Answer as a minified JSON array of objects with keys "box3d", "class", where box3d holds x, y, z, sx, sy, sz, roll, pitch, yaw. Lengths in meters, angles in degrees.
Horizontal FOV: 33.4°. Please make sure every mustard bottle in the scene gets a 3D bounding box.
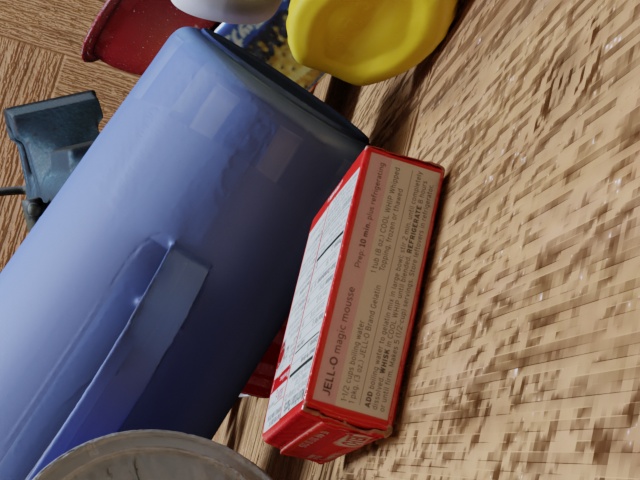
[{"box3d":[0.038,-0.165,0.433,0.096,0.058,0.191,136,150,-66],"class":"mustard bottle"}]

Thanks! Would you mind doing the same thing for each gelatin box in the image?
[{"box3d":[0.010,0.024,0.349,0.073,0.030,0.089,127,158,-68],"class":"gelatin box"}]

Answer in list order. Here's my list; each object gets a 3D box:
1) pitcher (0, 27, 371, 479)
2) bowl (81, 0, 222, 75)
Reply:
[{"box3d":[-0.081,0.033,0.478,0.243,0.149,0.144,-56,-35,10],"class":"pitcher"},{"box3d":[-0.083,-0.161,0.704,0.162,0.055,0.162,-47,5,5],"class":"bowl"}]
